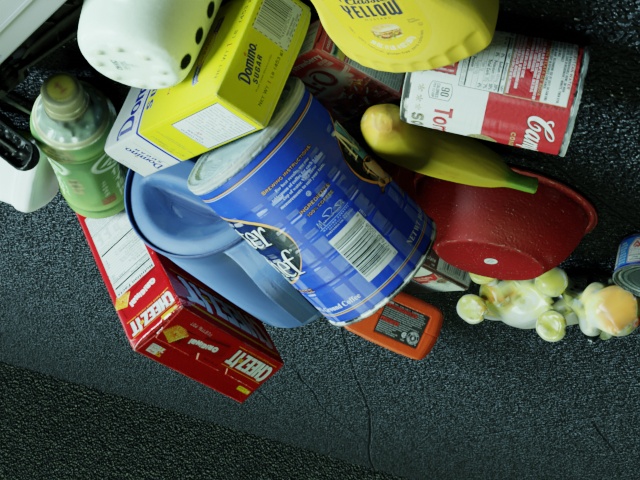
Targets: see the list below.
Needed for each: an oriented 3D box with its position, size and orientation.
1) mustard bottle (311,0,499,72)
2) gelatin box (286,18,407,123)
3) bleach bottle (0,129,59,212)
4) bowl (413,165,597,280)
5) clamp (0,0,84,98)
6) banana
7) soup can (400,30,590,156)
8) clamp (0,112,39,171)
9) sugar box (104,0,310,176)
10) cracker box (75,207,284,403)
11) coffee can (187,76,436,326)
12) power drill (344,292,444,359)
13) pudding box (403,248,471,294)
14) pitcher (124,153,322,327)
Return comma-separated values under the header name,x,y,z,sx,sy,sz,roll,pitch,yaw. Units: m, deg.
name,x,y,z,sx,sy,sz,roll,pitch,yaw
mustard bottle,0.017,-0.158,0.546,0.096,0.058,0.191,2,158,31
gelatin box,0.005,-0.113,0.734,0.073,0.030,0.089,25,160,-28
bleach bottle,-0.376,-0.097,1.014,0.251,0.068,0.102,17,-169,0
bowl,0.147,-0.008,0.897,0.162,0.055,0.162,14,163,4
clamp,-0.225,-0.131,0.771,0.036,0.164,0.210,52,170,-22
banana,0.079,-0.068,0.755,0.070,0.037,0.197,4,175,42
soup can,0.105,-0.095,0.648,0.102,0.068,0.068,13,162,8
clamp,-0.289,-0.100,0.905,0.120,0.039,0.171,36,-177,-13
sugar box,-0.082,-0.106,0.726,0.048,0.093,0.177,33,155,-28
cracker box,-0.142,0.042,1.069,0.164,0.072,0.214,36,-164,-47
coffee can,-0.005,-0.025,0.722,0.140,0.102,0.103,44,152,-18
power drill,0.034,0.059,1.113,0.184,0.057,0.188,22,-178,-17
pudding box,0.082,0.016,1.048,0.113,0.039,0.090,28,161,-28
pitcher,-0.056,0.001,0.938,0.145,0.149,0.242,3,160,21
